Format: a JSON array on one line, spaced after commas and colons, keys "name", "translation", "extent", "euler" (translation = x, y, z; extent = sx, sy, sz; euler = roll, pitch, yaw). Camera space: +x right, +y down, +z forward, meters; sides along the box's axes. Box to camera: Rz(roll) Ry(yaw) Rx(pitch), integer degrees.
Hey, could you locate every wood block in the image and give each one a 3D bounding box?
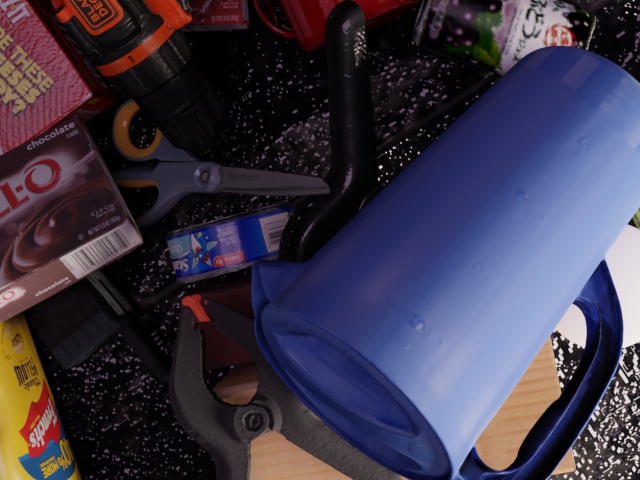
[{"name": "wood block", "translation": [0.046, 0.111, 0.680], "extent": [0.206, 0.090, 0.091], "euler": [-11, 93, 7]}]

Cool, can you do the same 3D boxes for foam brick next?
[{"name": "foam brick", "translation": [-0.045, 0.050, 0.702], "extent": [0.078, 0.053, 0.051], "euler": [-13, 94, 6]}]

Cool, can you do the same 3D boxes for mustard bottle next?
[{"name": "mustard bottle", "translation": [-0.204, 0.126, 0.703], "extent": [0.058, 0.096, 0.191], "euler": [-19, 93, 6]}]

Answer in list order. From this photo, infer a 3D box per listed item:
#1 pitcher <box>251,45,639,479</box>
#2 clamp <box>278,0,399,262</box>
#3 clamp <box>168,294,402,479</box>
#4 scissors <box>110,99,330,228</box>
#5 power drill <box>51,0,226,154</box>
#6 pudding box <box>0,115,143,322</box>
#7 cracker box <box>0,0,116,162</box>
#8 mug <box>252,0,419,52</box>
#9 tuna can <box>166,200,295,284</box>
[{"name": "pitcher", "translation": [0.094, 0.012, 0.589], "extent": [0.242, 0.145, 0.149], "euler": [-46, 133, -22]}, {"name": "clamp", "translation": [0.040, -0.022, 0.656], "extent": [0.164, 0.036, 0.210], "euler": [14, 99, -35]}, {"name": "clamp", "translation": [-0.027, 0.106, 0.623], "extent": [0.120, 0.039, 0.171], "euler": [-18, 86, -11]}, {"name": "scissors", "translation": [-0.074, -0.057, 0.665], "extent": [0.202, 0.016, 0.096], "euler": [-12, 76, 39]}, {"name": "power drill", "translation": [-0.056, -0.154, 0.583], "extent": [0.188, 0.057, 0.184], "euler": [-30, 120, 12]}, {"name": "pudding box", "translation": [-0.177, -0.011, 0.651], "extent": [0.113, 0.039, 0.090], "euler": [-28, 62, -6]}, {"name": "cracker box", "translation": [-0.269, -0.097, 0.702], "extent": [0.214, 0.072, 0.164], "euler": [-35, 92, 7]}, {"name": "mug", "translation": [0.002, -0.165, 0.665], "extent": [0.117, 0.093, 0.081], "euler": [-20, 96, 40]}, {"name": "tuna can", "translation": [-0.054, 0.001, 0.682], "extent": [0.086, 0.086, 0.034], "euler": [-14, 92, 7]}]
